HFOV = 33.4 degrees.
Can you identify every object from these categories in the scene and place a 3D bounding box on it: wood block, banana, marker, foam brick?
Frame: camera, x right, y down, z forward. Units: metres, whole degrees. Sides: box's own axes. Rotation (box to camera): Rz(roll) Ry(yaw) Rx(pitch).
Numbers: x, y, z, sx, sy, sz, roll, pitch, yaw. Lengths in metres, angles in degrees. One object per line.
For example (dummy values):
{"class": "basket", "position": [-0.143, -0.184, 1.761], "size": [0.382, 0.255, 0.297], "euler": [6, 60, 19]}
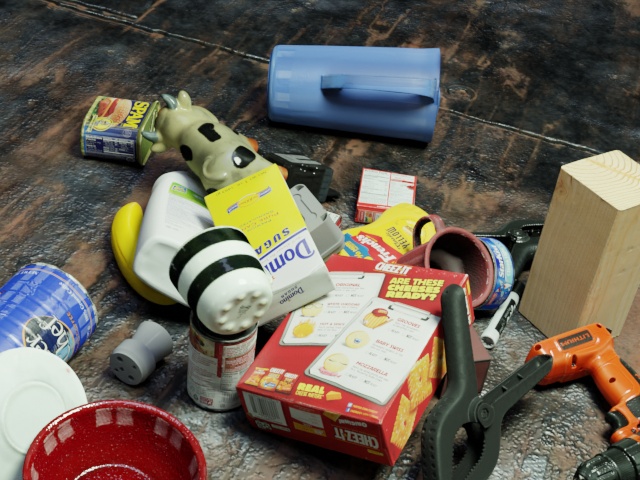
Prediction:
{"class": "wood block", "position": [0.304, 0.015, 1.193], "size": [0.090, 0.206, 0.091], "euler": [-17, 44, -29]}
{"class": "banana", "position": [-0.208, 0.017, 1.241], "size": [0.069, 0.037, 0.198], "euler": [12, 30, -43]}
{"class": "marker", "position": [0.214, 0.083, 1.242], "size": [0.020, 0.020, 0.121], "euler": [22, 40, 17]}
{"class": "foam brick", "position": [0.142, 0.123, 1.151], "size": [0.051, 0.053, 0.078], "euler": [-6, 39, -17]}

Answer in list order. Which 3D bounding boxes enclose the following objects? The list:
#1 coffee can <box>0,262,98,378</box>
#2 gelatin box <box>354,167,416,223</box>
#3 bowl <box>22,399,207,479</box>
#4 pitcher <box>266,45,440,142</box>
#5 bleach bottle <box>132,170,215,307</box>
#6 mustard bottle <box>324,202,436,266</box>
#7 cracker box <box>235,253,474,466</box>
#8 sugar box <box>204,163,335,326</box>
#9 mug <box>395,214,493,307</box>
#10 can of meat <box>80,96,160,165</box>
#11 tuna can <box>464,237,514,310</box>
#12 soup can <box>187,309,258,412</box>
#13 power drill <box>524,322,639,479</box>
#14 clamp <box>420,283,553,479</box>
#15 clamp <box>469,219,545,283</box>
{"class": "coffee can", "position": [-0.301, 0.102, 1.056], "size": [0.103, 0.103, 0.140], "euler": [19, 39, 14]}
{"class": "gelatin box", "position": [0.085, -0.054, 1.388], "size": [0.073, 0.030, 0.089], "euler": [8, 37, 2]}
{"class": "bowl", "position": [-0.184, 0.221, 0.957], "size": [0.162, 0.055, 0.162], "euler": [8, 40, -7]}
{"class": "pitcher", "position": [0.048, -0.214, 1.500], "size": [0.243, 0.149, 0.145], "euler": [4, 49, 0]}
{"class": "bleach bottle", "position": [-0.156, -0.018, 1.250], "size": [0.102, 0.068, 0.251], "euler": [29, 21, -15]}
{"class": "mustard bottle", "position": [0.060, 0.024, 1.258], "size": [0.191, 0.058, 0.096], "euler": [-25, 63, -34]}
{"class": "cracker box", "position": [0.041, 0.114, 1.082], "size": [0.164, 0.072, 0.213], "euler": [9, 42, 29]}
{"class": "sugar box", "position": [-0.057, 0.001, 1.147], "size": [0.093, 0.048, 0.176], "euler": [-27, 44, 0]}
{"class": "mug", "position": [0.131, 0.029, 1.205], "size": [0.093, 0.082, 0.117], "euler": [-10, 79, -32]}
{"class": "can of meat", "position": [-0.266, -0.148, 1.423], "size": [0.084, 0.057, 0.102], "euler": [7, 37, 4]}
{"class": "tuna can", "position": [0.185, 0.038, 1.238], "size": [0.033, 0.086, 0.086], "euler": [2, 35, -34]}
{"class": "soup can", "position": [-0.100, 0.115, 1.076], "size": [0.068, 0.102, 0.068], "euler": [5, 38, -4]}
{"class": "power drill", "position": [0.296, 0.177, 1.110], "size": [0.184, 0.057, 0.188], "euler": [-14, 44, -26]}
{"class": "clamp", "position": [0.156, 0.167, 1.046], "size": [0.164, 0.036, 0.210], "euler": [28, 70, -32]}
{"class": "clamp", "position": [0.232, 0.003, 1.332], "size": [0.120, 0.039, 0.171], "euler": [32, 35, 31]}
